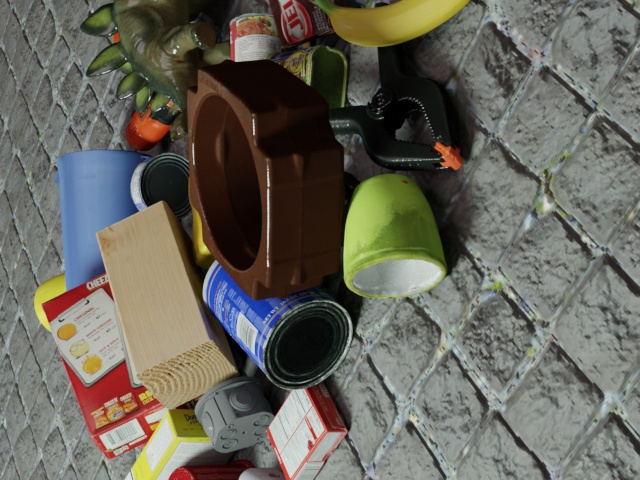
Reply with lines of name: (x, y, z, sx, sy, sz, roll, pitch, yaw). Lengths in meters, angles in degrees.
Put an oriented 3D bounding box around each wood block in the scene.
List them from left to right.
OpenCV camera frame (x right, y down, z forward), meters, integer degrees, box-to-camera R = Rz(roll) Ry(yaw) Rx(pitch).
wood block: (-0.173, 0.070, 1.194, 0.091, 0.090, 0.206, -26, 52, 2)

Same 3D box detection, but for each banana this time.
banana: (0.085, -0.225, 0.995, 0.198, 0.037, 0.069, -15, 108, 29)

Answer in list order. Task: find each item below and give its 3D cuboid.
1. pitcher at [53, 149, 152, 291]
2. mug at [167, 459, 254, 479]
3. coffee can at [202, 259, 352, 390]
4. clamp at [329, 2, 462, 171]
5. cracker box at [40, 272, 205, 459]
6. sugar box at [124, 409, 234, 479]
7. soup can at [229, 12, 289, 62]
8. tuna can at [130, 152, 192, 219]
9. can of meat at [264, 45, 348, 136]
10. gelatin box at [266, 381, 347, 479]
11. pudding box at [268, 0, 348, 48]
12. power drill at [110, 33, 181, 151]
pitcher: (-0.273, 0.004, 1.418, 0.149, 0.144, 0.243, 159, 109, -65)
mug: (-0.118, 0.299, 1.176, 0.093, 0.081, 0.117, -52, 46, 36)
coffee can: (-0.046, 0.074, 1.100, 0.140, 0.102, 0.103, 40, 116, 49)
clamp: (0.068, -0.136, 1.019, 0.210, 0.036, 0.164, 35, 91, 41)
cracker box: (-0.219, 0.132, 1.270, 0.214, 0.164, 0.072, 57, 169, 38)
sugar box: (-0.167, 0.266, 1.241, 0.176, 0.093, 0.048, -54, 44, 33)
soup can: (-0.069, -0.197, 1.209, 0.069, 0.068, 0.102, -16, 72, 52)
tuna can: (-0.196, -0.067, 1.347, 0.034, 0.086, 0.086, -5, 80, 55)
can of meat: (-0.018, -0.155, 1.143, 0.084, 0.057, 0.102, 1, 85, 51)
gelatin box: (-0.015, 0.195, 1.097, 0.089, 0.030, 0.073, -59, 41, 29)
pudding box: (-0.019, -0.267, 1.121, 0.090, 0.039, 0.113, -8, 98, 55)
power drill: (-0.213, -0.238, 1.425, 0.185, 0.057, 0.188, -41, 51, 35)
